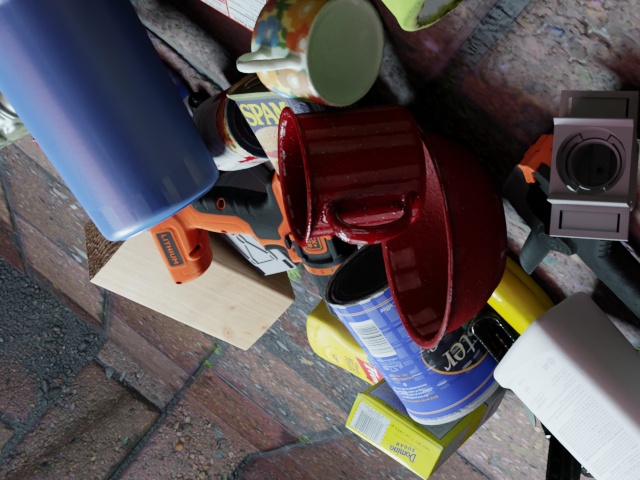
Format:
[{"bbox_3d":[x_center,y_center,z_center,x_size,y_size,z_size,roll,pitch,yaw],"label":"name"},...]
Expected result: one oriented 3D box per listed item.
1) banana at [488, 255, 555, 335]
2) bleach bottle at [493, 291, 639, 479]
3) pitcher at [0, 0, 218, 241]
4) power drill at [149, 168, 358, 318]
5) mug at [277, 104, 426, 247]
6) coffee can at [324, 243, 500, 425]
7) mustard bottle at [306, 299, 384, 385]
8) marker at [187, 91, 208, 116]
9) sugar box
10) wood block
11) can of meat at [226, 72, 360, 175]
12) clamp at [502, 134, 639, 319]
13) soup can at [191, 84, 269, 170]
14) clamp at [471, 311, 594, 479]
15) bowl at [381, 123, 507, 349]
[{"bbox_3d":[0.135,0.032,0.854,0.197,0.037,0.070,44,161,-14],"label":"banana"},{"bbox_3d":[0.235,0.159,0.754,0.251,0.068,0.103,51,151,20],"label":"bleach bottle"},{"bbox_3d":[-0.183,-0.128,0.854,0.145,0.149,0.243,-16,108,53],"label":"pitcher"},{"bbox_3d":[-0.056,0.001,0.988,0.188,0.057,0.184,-2,128,23],"label":"power drill"},{"bbox_3d":[0.023,-0.039,0.699,0.117,0.081,0.093,-112,19,-50],"label":"mug"},{"bbox_3d":[0.083,0.073,0.921,0.140,0.102,0.103,54,158,-20],"label":"coffee can"},{"bbox_3d":[0.075,0.136,1.183,0.192,0.058,0.096,26,153,33],"label":"mustard bottle"},{"bbox_3d":[-0.110,-0.106,1.024,0.020,0.020,0.121,34,161,15],"label":"marker"},{"bbox_3d":[0.107,0.158,1.028,0.093,0.048,0.175,32,-157,21],"label":"sugar box"},{"bbox_3d":[-0.138,0.025,1.137,0.205,0.090,0.091,29,-154,-34],"label":"wood block"},{"bbox_3d":[-0.011,-0.089,0.789,0.102,0.057,0.084,8,134,57],"label":"can of meat"},{"bbox_3d":[0.159,-0.010,0.711,0.120,0.039,0.171,14,150,46],"label":"clamp"},{"bbox_3d":[-0.063,-0.095,0.882,0.068,0.068,0.102,44,162,-16],"label":"soup can"},{"bbox_3d":[0.200,0.143,0.906,0.209,0.036,0.164,19,-137,-58],"label":"clamp"},{"bbox_3d":[0.088,-0.007,0.747,0.162,0.055,0.162,174,90,-78],"label":"bowl"}]
